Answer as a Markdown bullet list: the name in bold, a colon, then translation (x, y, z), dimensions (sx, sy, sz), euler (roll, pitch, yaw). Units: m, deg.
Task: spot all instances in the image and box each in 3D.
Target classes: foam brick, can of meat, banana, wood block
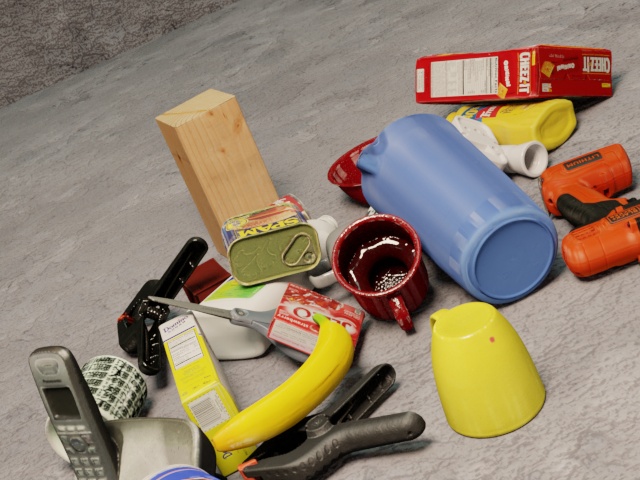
- **foam brick**: translation (-0.131, 0.064, 1.290), dimensions (0.053, 0.051, 0.078), euler (-29, 24, -12)
- **can of meat**: translation (-0.058, 0.001, 1.197), dimensions (0.102, 0.057, 0.084), euler (-15, 22, -7)
- **banana**: translation (-0.020, 0.132, 0.980), dimensions (0.070, 0.037, 0.197), euler (-8, 26, 38)
- **wood block**: translation (-0.125, -0.083, 1.404), dimensions (0.090, 0.206, 0.091), euler (-30, 25, -16)

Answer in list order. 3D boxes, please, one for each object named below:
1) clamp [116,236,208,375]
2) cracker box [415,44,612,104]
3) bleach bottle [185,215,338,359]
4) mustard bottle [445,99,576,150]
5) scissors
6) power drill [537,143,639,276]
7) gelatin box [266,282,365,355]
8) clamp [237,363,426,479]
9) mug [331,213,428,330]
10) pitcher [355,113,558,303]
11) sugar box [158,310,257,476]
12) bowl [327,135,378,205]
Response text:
- **clamp**: translation (-0.193, 0.076, 1.251), dimensions (0.210, 0.036, 0.164), euler (-9, 56, 67)
- **cracker box**: translation (0.260, -0.224, 1.451), dimensions (0.163, 0.072, 0.214), euler (-7, 8, -40)
- **bleach bottle**: translation (-0.052, 0.042, 1.251), dimensions (0.103, 0.068, 0.250), euler (-5, 27, 32)
- **mustard bottle**: translation (0.233, -0.150, 1.407), dimensions (0.096, 0.058, 0.192), euler (-34, 24, -35)
- **scissors**: translation (-0.071, 0.091, 1.092), dimensions (0.201, 0.016, 0.096), euler (5, 31, -26)
- **power drill**: translation (0.316, -0.041, 1.097), dimensions (0.184, 0.057, 0.187), euler (-19, 22, 1)
- **gelatin box**: translation (-0.003, 0.086, 1.094), dimensions (0.089, 0.030, 0.073), euler (21, 30, 1)
- **clamp**: translation (0.012, 0.174, 0.935), dimensions (0.171, 0.039, 0.120), euler (-33, 15, -8)
- **mug**: translation (0.070, 0.041, 1.099), dimensions (0.093, 0.081, 0.117), euler (-26, 59, 4)
- **pitcher**: translation (0.155, -0.033, 1.135), dimensions (0.149, 0.145, 0.243), euler (-29, 33, -6)
- **sugar box**: translation (-0.112, 0.145, 1.045), dimensions (0.048, 0.093, 0.176), euler (-28, 23, -8)
- **bowl**: translation (0.093, -0.091, 1.411), dimensions (0.162, 0.055, 0.162), euler (-19, 23, 9)
